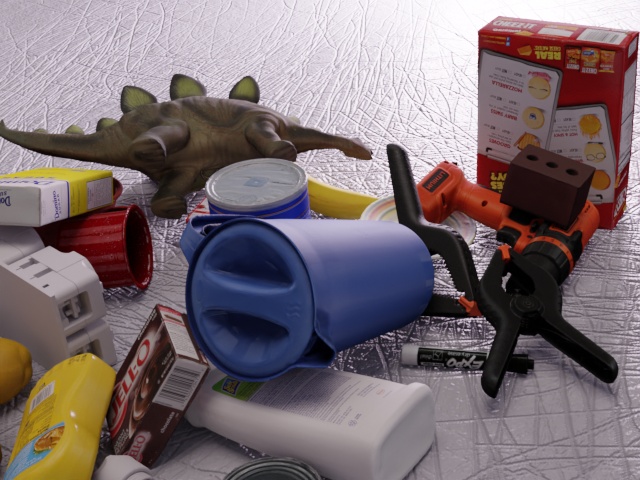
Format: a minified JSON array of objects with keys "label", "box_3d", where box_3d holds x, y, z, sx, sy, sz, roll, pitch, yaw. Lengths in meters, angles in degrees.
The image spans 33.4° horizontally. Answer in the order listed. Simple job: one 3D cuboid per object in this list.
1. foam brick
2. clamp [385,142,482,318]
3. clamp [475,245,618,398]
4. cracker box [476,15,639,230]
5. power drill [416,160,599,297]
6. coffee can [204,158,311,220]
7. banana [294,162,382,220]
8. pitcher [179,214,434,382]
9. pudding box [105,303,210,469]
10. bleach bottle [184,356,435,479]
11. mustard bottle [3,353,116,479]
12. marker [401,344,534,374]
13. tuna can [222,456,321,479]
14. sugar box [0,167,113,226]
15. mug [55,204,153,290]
[{"label":"foam brick","box_3d":[0.234,-0.057,1.099,0.078,0.051,0.052,23,39,23]},{"label":"clamp","box_3d":[0.093,0.003,1.082,0.210,0.164,0.036,34,9,39]},{"label":"clamp","box_3d":[0.179,0.074,0.968,0.120,0.039,0.171,-8,41,-16]},{"label":"cracker box","box_3d":[0.259,-0.132,1.182,0.164,0.214,0.072,13,33,29]},{"label":"power drill","box_3d":[0.180,-0.009,1.121,0.188,0.057,0.184,23,39,23]},{"label":"coffee can","box_3d":[-0.057,0.001,1.084,0.103,0.140,0.103,-5,30,3]},{"label":"banana","box_3d":[-0.001,-0.059,1.288,0.069,0.037,0.198,-11,26,-44]},{"label":"pitcher","box_3d":[-0.005,0.035,0.958,0.145,0.149,0.242,-14,-4,33]},{"label":"pudding box","box_3d":[-0.145,0.125,0.922,0.039,0.113,0.090,25,16,-31]},{"label":"bleach bottle","box_3d":[-0.033,0.140,0.922,0.251,0.068,0.102,12,31,34]},{"label":"mustard bottle","box_3d":[-0.219,0.180,0.867,0.096,0.058,0.191,-39,24,19]},{"label":"marker","box_3d":[0.135,0.110,0.982,0.121,0.020,0.020,3,31,16]},{"label":"tuna can","box_3d":[-0.038,0.209,0.829,0.086,0.034,0.086,-5,30,3]},{"label":"sugar box","box_3d":[-0.295,-0.049,1.123,0.093,0.048,0.176,3,7,12]},{"label":"mug","box_3d":[-0.234,0.003,1.164,0.081,0.093,0.117,-6,43,9]}]
